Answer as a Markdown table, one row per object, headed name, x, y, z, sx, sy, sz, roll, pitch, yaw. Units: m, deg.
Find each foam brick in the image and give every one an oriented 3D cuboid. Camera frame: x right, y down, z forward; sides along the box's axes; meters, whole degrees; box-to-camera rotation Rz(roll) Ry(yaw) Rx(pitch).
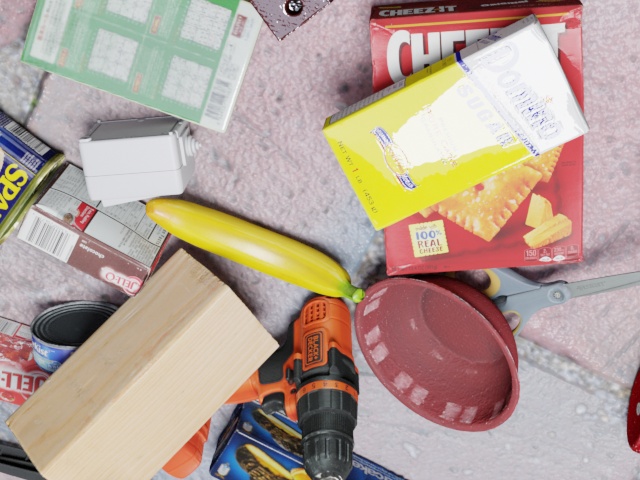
| name | x | y | z | sx | sy | sz | roll | pitch | yaw |
| --- | --- | --- | --- | --- | --- | --- | --- | --- | --- |
| foam brick | -0.032 | -0.205 | 0.834 | 0.053 | 0.051 | 0.078 | -34 | 106 | 17 |

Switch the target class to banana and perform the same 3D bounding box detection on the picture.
| name | x | y | z | sx | sy | sz | roll | pitch | yaw |
| --- | --- | --- | --- | --- | --- | --- | --- | --- | --- |
| banana | -0.054 | 0.005 | 0.918 | 0.198 | 0.070 | 0.037 | 21 | 81 | -1 |

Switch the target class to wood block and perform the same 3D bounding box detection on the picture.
| name | x | y | z | sx | sy | sz | roll | pitch | yaw |
| --- | --- | --- | --- | --- | --- | --- | --- | --- | --- |
| wood block | -0.149 | 0.120 | 0.901 | 0.206 | 0.090 | 0.090 | -46 | 132 | -10 |

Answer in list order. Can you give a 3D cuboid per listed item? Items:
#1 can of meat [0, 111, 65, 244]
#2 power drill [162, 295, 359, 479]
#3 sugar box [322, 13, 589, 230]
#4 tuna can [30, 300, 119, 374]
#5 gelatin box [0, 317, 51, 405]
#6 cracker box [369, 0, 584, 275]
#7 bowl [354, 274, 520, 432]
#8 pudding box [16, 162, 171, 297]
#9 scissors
| name | x | y | z | sx | sy | sz | roll | pitch | yaw |
| --- | --- | --- | --- | --- | --- | --- | --- | --- | --- |
| can of meat | -0.284 | -0.057 | 0.916 | 0.084 | 0.057 | 0.102 | 38 | 110 | -8 |
| power drill | -0.054 | 0.147 | 0.925 | 0.188 | 0.184 | 0.057 | -19 | 132 | 19 |
| sugar box | 0.100 | -0.087 | 0.799 | 0.176 | 0.048 | 0.093 | -25 | 106 | 16 |
| tuna can | -0.214 | 0.088 | 0.955 | 0.086 | 0.086 | 0.034 | 3 | 114 | 3 |
| gelatin box | -0.285 | 0.116 | 1.003 | 0.089 | 0.030 | 0.073 | 18 | 113 | -2 |
| cracker box | 0.127 | -0.083 | 0.860 | 0.164 | 0.072 | 0.214 | -3 | 112 | 6 |
| bowl | 0.110 | 0.085 | 0.919 | 0.162 | 0.055 | 0.162 | 25 | 137 | 26 |
| pudding box | -0.187 | -0.010 | 0.907 | 0.113 | 0.090 | 0.039 | 30 | 118 | -8 |
| scissors | 0.184 | 0.031 | 0.900 | 0.202 | 0.016 | 0.096 | -32 | 96 | 37 |
